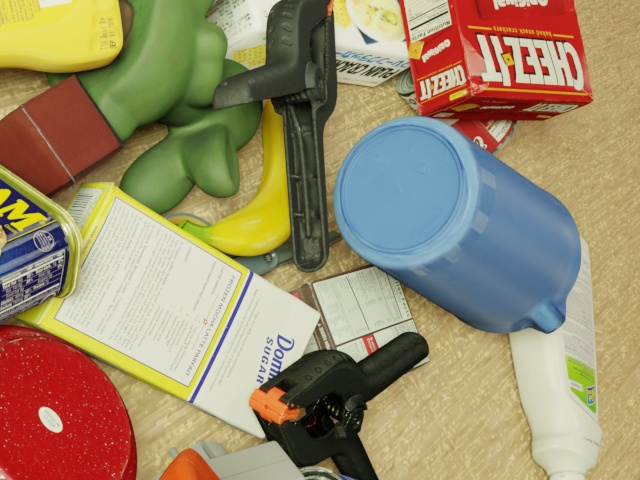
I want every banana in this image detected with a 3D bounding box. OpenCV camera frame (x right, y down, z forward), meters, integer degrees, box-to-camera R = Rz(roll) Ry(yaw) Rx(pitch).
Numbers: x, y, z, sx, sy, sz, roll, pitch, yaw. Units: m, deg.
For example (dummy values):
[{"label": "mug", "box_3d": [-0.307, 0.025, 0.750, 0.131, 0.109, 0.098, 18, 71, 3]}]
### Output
[{"label": "banana", "box_3d": [-0.037, -0.043, 0.776, 0.069, 0.037, 0.197, 47, 34, -15]}]

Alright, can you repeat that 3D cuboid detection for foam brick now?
[{"label": "foam brick", "box_3d": [-0.164, -0.051, 0.619, 0.051, 0.078, 0.052, 56, 37, -11]}]

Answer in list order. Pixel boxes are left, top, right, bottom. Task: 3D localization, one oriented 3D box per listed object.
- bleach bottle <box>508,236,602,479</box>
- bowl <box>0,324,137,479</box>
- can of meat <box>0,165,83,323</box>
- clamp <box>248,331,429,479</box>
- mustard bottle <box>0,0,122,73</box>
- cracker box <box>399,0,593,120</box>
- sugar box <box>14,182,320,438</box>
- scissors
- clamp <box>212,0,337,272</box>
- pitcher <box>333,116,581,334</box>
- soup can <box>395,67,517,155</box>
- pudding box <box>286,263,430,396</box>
[{"label": "bleach bottle", "box_3d": [0.213, 0.109, 0.982, 0.102, 0.068, 0.251, 24, 56, -39]}, {"label": "bowl", "box_3d": [-0.150, 0.103, 0.547, 0.162, 0.055, 0.162, 31, 38, -29]}, {"label": "can of meat", "box_3d": [-0.189, 0.004, 0.551, 0.102, 0.057, 0.083, 33, 37, 22]}, {"label": "clamp", "box_3d": [0.017, 0.104, 0.712, 0.171, 0.039, 0.120, 33, 76, -58]}, {"label": "mustard bottle", "box_3d": [-0.211, -0.128, 0.579, 0.191, 0.058, 0.096, -14, 93, -22]}, {"label": "cracker box", "box_3d": [0.149, -0.217, 0.936, 0.163, 0.072, 0.214, -4, 81, -38]}, {"label": "sugar box", "box_3d": [-0.089, 0.046, 0.658, 0.176, 0.048, 0.093, 36, 73, -36]}, {"label": "scissors", "box_3d": [-0.055, 0.001, 0.766, 0.096, 0.016, 0.201, 58, 39, -9]}, {"label": "clamp", "box_3d": [-0.020, -0.106, 0.726, 0.164, 0.036, 0.210, 61, 30, -50]}, {"label": "pitcher", "box_3d": [0.101, -0.017, 0.819, 0.242, 0.149, 0.145, 26, 73, -60]}, {"label": "soup can", "box_3d": [0.128, -0.129, 1.004, 0.102, 0.069, 0.068, 42, 44, -26]}, {"label": "pudding box", "box_3d": [0.027, 0.068, 0.808, 0.113, 0.039, 0.090, -12, 79, -53]}]
